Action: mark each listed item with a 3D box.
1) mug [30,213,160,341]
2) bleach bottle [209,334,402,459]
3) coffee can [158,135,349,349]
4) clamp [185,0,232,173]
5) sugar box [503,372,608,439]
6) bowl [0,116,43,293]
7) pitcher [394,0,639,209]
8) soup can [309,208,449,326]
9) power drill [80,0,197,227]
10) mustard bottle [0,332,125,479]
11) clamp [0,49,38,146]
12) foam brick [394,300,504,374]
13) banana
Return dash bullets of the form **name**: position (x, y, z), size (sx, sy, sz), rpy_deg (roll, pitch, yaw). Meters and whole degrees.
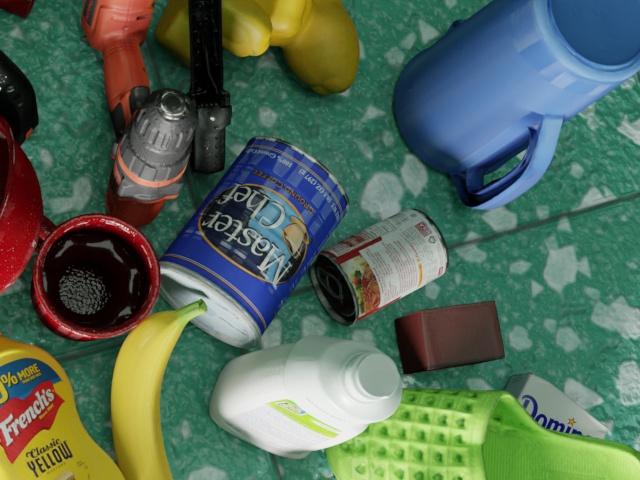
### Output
- **mug**: position (-0.185, 0.025, 0.815), size (0.117, 0.082, 0.093), rpy_deg (44, 67, -7)
- **bleach bottle**: position (-0.002, 0.113, 0.773), size (0.102, 0.251, 0.068), rpy_deg (26, 70, -14)
- **coffee can**: position (-0.056, 0.001, 0.859), size (0.102, 0.103, 0.140), rpy_deg (39, 67, -9)
- **clamp**: position (-0.087, -0.098, 0.829), size (0.039, 0.171, 0.120), rpy_deg (0, 55, -4)
- **sugar box**: position (0.173, 0.212, 0.932), size (0.093, 0.048, 0.176), rpy_deg (36, 69, -9)
- **bowl**: position (-0.251, -0.009, 0.775), size (0.055, 0.162, 0.162), rpy_deg (30, 66, -42)
- **pitcher**: position (0.169, -0.135, 0.901), size (0.149, 0.243, 0.144), rpy_deg (48, 68, -4)
- **soup can**: position (0.051, 0.021, 0.915), size (0.102, 0.069, 0.068), rpy_deg (-26, 88, -25)
- **power drill**: position (-0.141, -0.122, 0.821), size (0.057, 0.185, 0.187), rpy_deg (-2, 69, -22)
- **mustard bottle**: position (-0.223, 0.135, 0.787), size (0.096, 0.058, 0.191), rpy_deg (-28, 88, -37)
- **clamp**: position (-0.275, -0.147, 0.783), size (0.165, 0.210, 0.036), rpy_deg (24, 67, 24)
- **foam brick**: position (0.112, 0.085, 0.933), size (0.078, 0.053, 0.051), rpy_deg (-6, 80, -23)
- **banana**: position (-0.129, 0.139, 0.816), size (0.037, 0.070, 0.198), rpy_deg (-11, 107, -63)
